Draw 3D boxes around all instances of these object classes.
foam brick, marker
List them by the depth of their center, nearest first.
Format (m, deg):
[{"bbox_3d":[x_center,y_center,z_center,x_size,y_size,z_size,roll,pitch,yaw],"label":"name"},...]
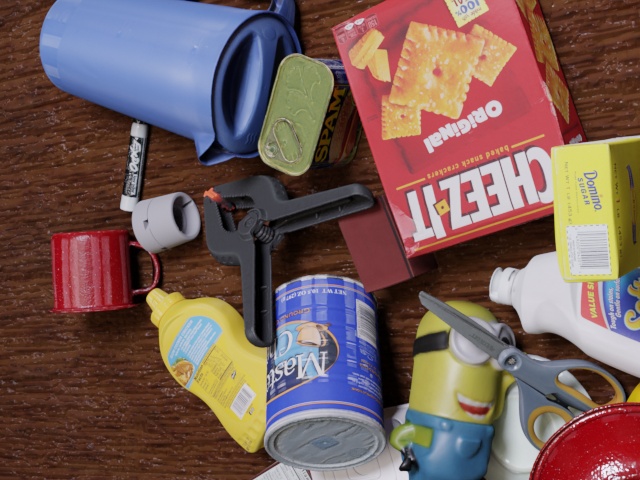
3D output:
[{"bbox_3d":[0.060,0.002,0.948,0.051,0.052,0.078,-24,83,31],"label":"foam brick"},{"bbox_3d":[-0.191,-0.090,1.106,0.020,0.020,0.121,18,106,28],"label":"marker"}]

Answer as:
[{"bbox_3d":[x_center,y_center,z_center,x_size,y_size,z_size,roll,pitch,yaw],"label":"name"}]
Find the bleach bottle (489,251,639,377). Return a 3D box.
[{"bbox_3d":[0.249,0.066,0.824,0.251,0.068,0.102,12,69,31],"label":"bleach bottle"}]

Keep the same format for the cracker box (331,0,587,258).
[{"bbox_3d":[0.118,-0.109,0.885,0.164,0.072,0.214,-19,88,32],"label":"cracker box"}]

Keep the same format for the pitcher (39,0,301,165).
[{"bbox_3d":[-0.142,-0.178,1.011,0.243,0.149,0.145,19,124,31],"label":"pitcher"}]

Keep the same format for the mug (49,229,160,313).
[{"bbox_3d":[-0.225,0.030,1.112,0.117,0.093,0.081,-3,91,1],"label":"mug"}]

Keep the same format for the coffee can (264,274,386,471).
[{"bbox_3d":[0.003,0.116,0.932,0.103,0.102,0.140,-28,45,31],"label":"coffee can"}]

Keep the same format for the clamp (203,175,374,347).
[{"bbox_3d":[-0.056,0.001,0.971,0.210,0.036,0.164,23,78,52],"label":"clamp"}]

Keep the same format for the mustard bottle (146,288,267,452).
[{"bbox_3d":[-0.104,0.114,1.060,0.192,0.058,0.096,40,116,20],"label":"mustard bottle"}]

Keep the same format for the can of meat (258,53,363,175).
[{"bbox_3d":[-0.002,-0.112,0.950,0.057,0.083,0.102,25,109,26],"label":"can of meat"}]

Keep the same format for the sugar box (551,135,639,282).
[{"bbox_3d":[0.218,-0.028,0.775,0.048,0.175,0.093,-1,97,33],"label":"sugar box"}]

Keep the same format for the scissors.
[{"bbox_3d":[0.150,0.114,0.859,0.201,0.016,0.096,20,107,-13],"label":"scissors"}]
